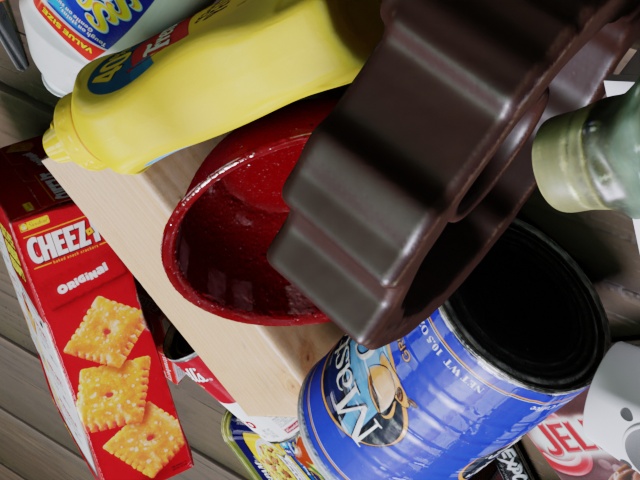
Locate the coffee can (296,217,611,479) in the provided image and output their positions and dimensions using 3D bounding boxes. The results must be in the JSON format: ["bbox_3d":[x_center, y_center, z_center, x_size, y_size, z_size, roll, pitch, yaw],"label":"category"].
[{"bbox_3d":[0.063,0.066,0.547,0.103,0.102,0.140,40,133,3],"label":"coffee can"}]

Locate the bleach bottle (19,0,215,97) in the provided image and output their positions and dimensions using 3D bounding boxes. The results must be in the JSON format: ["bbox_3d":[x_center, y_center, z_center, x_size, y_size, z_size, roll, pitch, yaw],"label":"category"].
[{"bbox_3d":[-0.102,-0.133,0.557,0.102,0.068,0.251,48,149,-3],"label":"bleach bottle"}]

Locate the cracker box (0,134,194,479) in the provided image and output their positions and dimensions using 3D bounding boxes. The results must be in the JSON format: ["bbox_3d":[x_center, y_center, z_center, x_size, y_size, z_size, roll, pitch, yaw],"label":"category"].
[{"bbox_3d":[-0.167,0.048,0.743,0.164,0.072,0.214,35,142,58],"label":"cracker box"}]

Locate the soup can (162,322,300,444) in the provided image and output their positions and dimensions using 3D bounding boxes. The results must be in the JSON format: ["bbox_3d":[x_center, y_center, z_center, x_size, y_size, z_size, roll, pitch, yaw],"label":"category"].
[{"bbox_3d":[-0.049,0.084,0.731,0.069,0.068,0.102,-7,135,50],"label":"soup can"}]

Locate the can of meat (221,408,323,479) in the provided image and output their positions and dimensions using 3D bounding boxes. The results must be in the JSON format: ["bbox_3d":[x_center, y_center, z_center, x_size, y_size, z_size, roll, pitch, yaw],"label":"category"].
[{"bbox_3d":[-0.012,0.157,0.805,0.084,0.057,0.102,-4,127,46],"label":"can of meat"}]

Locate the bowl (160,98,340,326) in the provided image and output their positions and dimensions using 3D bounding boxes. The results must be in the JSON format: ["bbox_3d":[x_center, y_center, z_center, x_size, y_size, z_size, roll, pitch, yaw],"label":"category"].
[{"bbox_3d":[-0.003,-0.021,0.542,0.162,0.162,0.055,90,169,-55],"label":"bowl"}]

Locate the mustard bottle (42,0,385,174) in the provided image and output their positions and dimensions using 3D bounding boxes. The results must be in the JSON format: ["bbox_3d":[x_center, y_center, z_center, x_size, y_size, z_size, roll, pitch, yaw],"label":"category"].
[{"bbox_3d":[-0.056,-0.075,0.489,0.192,0.096,0.058,-20,113,31],"label":"mustard bottle"}]

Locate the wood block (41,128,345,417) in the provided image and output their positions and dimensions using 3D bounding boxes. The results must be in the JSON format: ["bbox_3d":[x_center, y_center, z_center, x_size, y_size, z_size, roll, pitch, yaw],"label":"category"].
[{"bbox_3d":[-0.054,0.000,0.635,0.091,0.090,0.206,-12,120,52],"label":"wood block"}]

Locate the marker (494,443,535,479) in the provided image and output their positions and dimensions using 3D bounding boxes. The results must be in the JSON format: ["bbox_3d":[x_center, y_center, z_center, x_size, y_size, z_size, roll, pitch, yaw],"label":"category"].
[{"bbox_3d":[0.118,0.137,0.676,0.020,0.020,0.121,3,131,45],"label":"marker"}]
